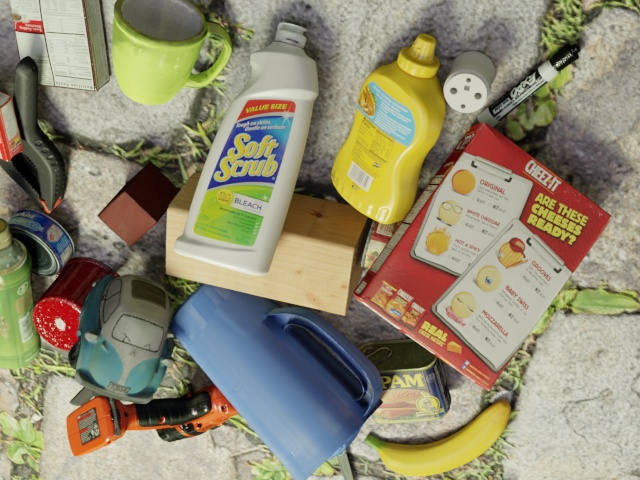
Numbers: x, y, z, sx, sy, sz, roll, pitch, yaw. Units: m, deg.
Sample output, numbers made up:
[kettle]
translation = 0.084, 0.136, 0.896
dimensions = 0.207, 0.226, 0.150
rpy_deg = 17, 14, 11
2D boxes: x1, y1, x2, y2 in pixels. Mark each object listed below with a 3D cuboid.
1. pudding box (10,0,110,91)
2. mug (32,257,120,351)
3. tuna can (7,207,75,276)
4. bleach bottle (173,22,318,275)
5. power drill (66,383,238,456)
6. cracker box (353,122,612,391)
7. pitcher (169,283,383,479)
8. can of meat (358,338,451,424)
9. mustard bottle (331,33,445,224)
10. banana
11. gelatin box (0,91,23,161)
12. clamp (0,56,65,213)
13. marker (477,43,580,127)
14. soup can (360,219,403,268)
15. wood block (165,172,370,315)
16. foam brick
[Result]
[pudding box]
translation = -0.277, -0.218, 1.136
dimensions = 0.090, 0.039, 0.113
rpy_deg = 8, 125, 13
[mug]
translation = -0.287, 0.076, 1.292
dimensions = 0.117, 0.081, 0.093
rpy_deg = -27, 110, 28
[tuna can]
translation = -0.340, 0.003, 1.277
dimensions = 0.086, 0.033, 0.086
rpy_deg = 18, 141, 15
[bleach bottle]
translation = -0.068, -0.097, 1.080
dimensions = 0.102, 0.068, 0.251
rpy_deg = 15, 93, 7
[power drill]
translation = -0.208, 0.218, 1.298
dimensions = 0.185, 0.187, 0.057
rpy_deg = -35, 66, 47
[cracker box]
translation = 0.159, 0.016, 1.072
dimensions = 0.164, 0.072, 0.213
rpy_deg = 35, 89, -7
[pitcher]
translation = -0.049, 0.141, 1.209
dimensions = 0.149, 0.145, 0.243
rpy_deg = -43, 83, -8
[can of meat]
translation = 0.097, 0.166, 1.249
dimensions = 0.102, 0.057, 0.084
rpy_deg = -7, 121, 21
[mustard bottle]
translation = 0.075, -0.118, 1.070
dimensions = 0.096, 0.058, 0.192
rpy_deg = 44, 131, 33
[banana]
translation = 0.150, 0.248, 1.295
dimensions = 0.198, 0.037, 0.069
rpy_deg = -21, 114, 26
[gelatin box]
translation = -0.369, -0.134, 1.156
dimensions = 0.089, 0.030, 0.073
rpy_deg = 22, 138, 20
[clamp]
translation = -0.352, -0.124, 1.205
dimensions = 0.165, 0.036, 0.210
rpy_deg = 13, 136, 29
[marker]
translation = 0.204, -0.151, 1.045
dimensions = 0.020, 0.020, 0.121
rpy_deg = 43, 123, -12
[soup can]
translation = 0.101, 0.010, 1.145
dimensions = 0.102, 0.068, 0.068
rpy_deg = 16, 124, 6
[wood block]
translation = -0.058, 0.001, 1.173
dimensions = 0.206, 0.090, 0.090
rpy_deg = 12, 123, 9
[foam brick]
translation = -0.202, -0.041, 1.198
dimensions = 0.053, 0.078, 0.051
rpy_deg = -37, 104, 31
